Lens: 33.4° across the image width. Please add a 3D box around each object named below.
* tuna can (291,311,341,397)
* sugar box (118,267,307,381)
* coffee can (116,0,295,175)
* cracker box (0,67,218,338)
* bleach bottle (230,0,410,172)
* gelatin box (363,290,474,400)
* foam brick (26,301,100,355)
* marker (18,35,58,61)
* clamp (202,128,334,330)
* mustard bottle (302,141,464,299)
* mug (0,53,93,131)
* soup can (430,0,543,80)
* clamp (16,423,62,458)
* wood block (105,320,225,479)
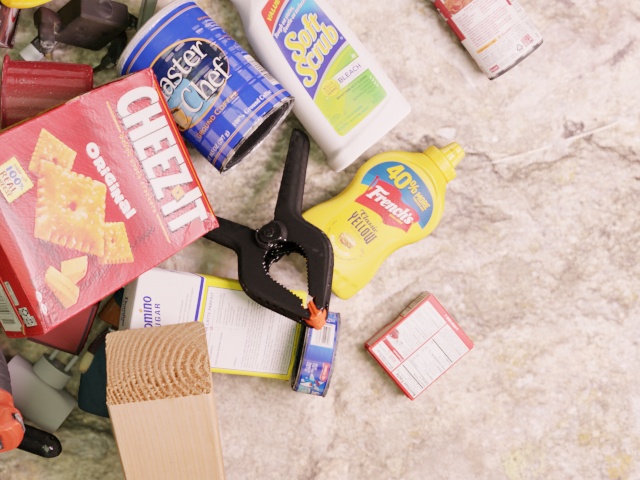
[{"bbox_3d":[-0.005,0.110,1.058,0.033,0.086,0.086,11,92,-5],"label":"tuna can"},{"bbox_3d":[-0.106,0.081,1.041,0.176,0.048,0.093,10,91,-24],"label":"sugar box"},{"bbox_3d":[-0.109,-0.146,1.014,0.140,0.103,0.103,44,88,2],"label":"coffee can"},{"bbox_3d":[-0.207,-0.037,0.928,0.213,0.072,0.164,-35,109,-41],"label":"cracker box"},{"bbox_3d":[-0.026,-0.194,1.050,0.102,0.068,0.251,-41,94,-9],"label":"bleach bottle"},{"bbox_3d":[0.101,0.108,1.096,0.089,0.030,0.073,-41,98,-2],"label":"gelatin box"},{"bbox_3d":[-0.247,0.075,1.035,0.053,0.078,0.051,19,91,-9],"label":"foam brick"},{"bbox_3d":[-0.245,-0.218,1.048,0.121,0.020,0.020,-43,96,-2],"label":"marker"},{"bbox_3d":[-0.057,0.001,1.026,0.164,0.036,0.210,-24,59,1],"label":"clamp"},{"bbox_3d":[0.066,-0.033,1.070,0.191,0.058,0.096,-39,90,-3],"label":"mustard bottle"},{"bbox_3d":[-0.260,-0.119,1.024,0.081,0.093,0.117,1,124,-11],"label":"mug"},{"bbox_3d":[0.167,-0.220,1.065,0.068,0.068,0.102,-38,97,-3],"label":"soup can"},{"bbox_3d":[-0.332,0.178,1.036,0.120,0.039,0.171,-36,98,20],"label":"clamp"},{"bbox_3d":[-0.139,0.182,0.993,0.090,0.090,0.206,-7,132,-6],"label":"wood block"}]
